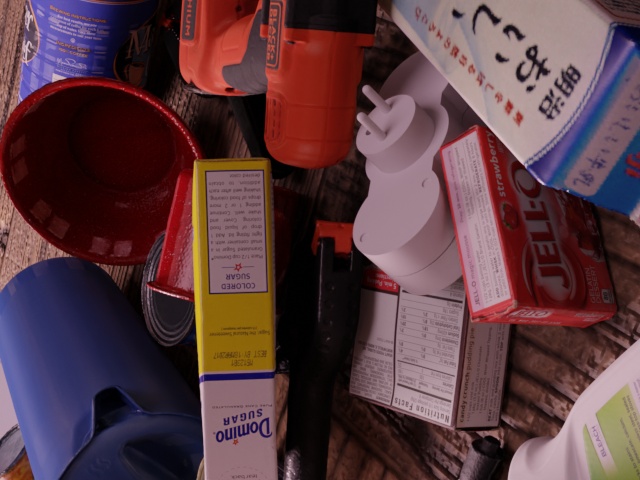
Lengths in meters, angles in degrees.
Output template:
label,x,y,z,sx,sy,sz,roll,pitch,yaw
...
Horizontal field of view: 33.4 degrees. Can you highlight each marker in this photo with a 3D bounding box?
label,x,y,z,sx,sy,sz,roll,pitch,yaw
marker,0.069,0.156,0.566,0.020,0.020,0.121,41,118,47

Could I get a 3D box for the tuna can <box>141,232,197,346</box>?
label,x,y,z,sx,sy,sz,roll,pitch,yaw
tuna can,-0.098,0.036,0.792,0.086,0.033,0.086,-9,78,52

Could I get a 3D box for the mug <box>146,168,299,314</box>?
label,x,y,z,sx,sy,sz,roll,pitch,yaw
mug,-0.055,0.001,0.692,0.117,0.093,0.081,14,92,59

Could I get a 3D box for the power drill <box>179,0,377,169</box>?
label,x,y,z,sx,sy,sz,roll,pitch,yaw
power drill,-0.027,-0.143,0.596,0.188,0.057,0.184,-149,63,-65

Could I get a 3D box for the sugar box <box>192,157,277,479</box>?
label,x,y,z,sx,sy,sz,roll,pitch,yaw
sugar box,-0.047,0.044,0.595,0.093,0.048,0.176,-170,80,-86

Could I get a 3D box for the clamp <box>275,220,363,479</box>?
label,x,y,z,sx,sy,sz,roll,pitch,yaw
clamp,-0.004,0.067,0.619,0.172,0.039,0.120,106,153,-45

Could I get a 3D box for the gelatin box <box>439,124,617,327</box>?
label,x,y,z,sx,sy,sz,roll,pitch,yaw
gelatin box,0.098,-0.005,0.501,0.030,0.073,0.089,-30,62,46

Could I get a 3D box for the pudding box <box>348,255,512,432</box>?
label,x,y,z,sx,sy,sz,roll,pitch,yaw
pudding box,0.061,0.039,0.577,0.090,0.039,0.113,9,95,53

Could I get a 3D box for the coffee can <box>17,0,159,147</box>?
label,x,y,z,sx,sy,sz,roll,pitch,yaw
coffee can,-0.185,-0.160,0.852,0.103,0.102,0.140,54,139,42

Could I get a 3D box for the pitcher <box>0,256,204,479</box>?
label,x,y,z,sx,sy,sz,roll,pitch,yaw
pitcher,-0.169,0.124,0.813,0.149,0.144,0.243,-58,39,14

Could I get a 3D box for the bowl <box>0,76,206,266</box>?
label,x,y,z,sx,sy,sz,roll,pitch,yaw
bowl,-0.159,-0.061,0.819,0.162,0.162,0.055,-58,12,31

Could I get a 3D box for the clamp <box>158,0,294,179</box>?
label,x,y,z,sx,sy,sz,roll,pitch,yaw
clamp,-0.057,-0.152,0.756,0.210,0.036,0.165,38,117,51
